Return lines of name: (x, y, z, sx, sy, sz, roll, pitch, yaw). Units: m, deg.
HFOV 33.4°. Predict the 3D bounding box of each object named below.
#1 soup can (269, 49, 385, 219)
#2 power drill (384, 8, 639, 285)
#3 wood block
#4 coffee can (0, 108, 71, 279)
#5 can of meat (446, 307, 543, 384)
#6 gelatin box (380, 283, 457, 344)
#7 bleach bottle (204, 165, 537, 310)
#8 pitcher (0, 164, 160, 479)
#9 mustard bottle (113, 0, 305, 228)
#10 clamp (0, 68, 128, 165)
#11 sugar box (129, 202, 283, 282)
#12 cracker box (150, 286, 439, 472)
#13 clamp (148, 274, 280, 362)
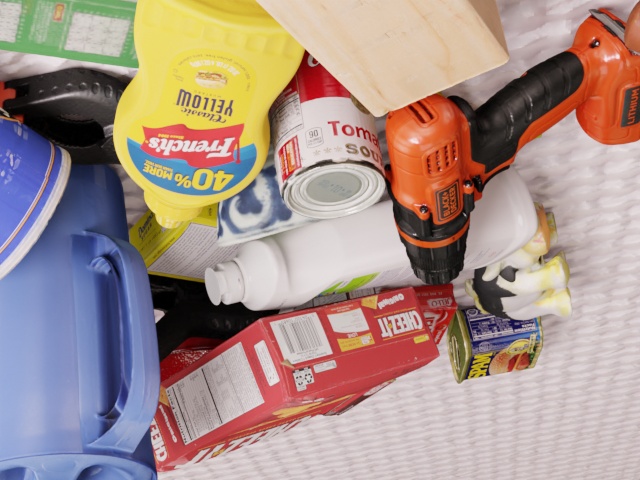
soup can: (0.002, -0.074, 0.691, 0.068, 0.102, 0.068, -6, 151, -4)
power drill: (0.131, -0.059, 0.720, 0.187, 0.057, 0.184, -31, 148, -10)
wood block: (0.012, -0.161, 0.548, 0.090, 0.091, 0.205, -21, 149, 23)
coffee can: (-0.236, -0.049, 0.634, 0.103, 0.102, 0.140, -30, 127, 34)
can of meat: (0.180, 0.103, 1.108, 0.084, 0.057, 0.102, -10, 152, -4)
gelatin box: (0.090, 0.077, 1.061, 0.073, 0.030, 0.089, -3, 151, -10)
bleach bottle: (0.035, 0.005, 0.813, 0.250, 0.068, 0.103, -13, 164, -25)
pitcher: (-0.178, 0.056, 0.730, 0.149, 0.243, 0.145, -8, 151, -1)
mustard bottle: (-0.076, -0.075, 0.652, 0.096, 0.058, 0.192, 10, 138, -13)
clamp: (-0.132, -0.070, 0.724, 0.171, 0.039, 0.120, 6, 136, -14)
sugar box: (-0.056, 0.001, 0.871, 0.175, 0.048, 0.093, 9, 147, -36)
cracker box: (-0.033, 0.117, 0.880, 0.163, 0.072, 0.214, -10, 162, -42)
clamp: (-0.111, 0.059, 0.880, 0.209, 0.165, 0.036, 1, 120, -33)
